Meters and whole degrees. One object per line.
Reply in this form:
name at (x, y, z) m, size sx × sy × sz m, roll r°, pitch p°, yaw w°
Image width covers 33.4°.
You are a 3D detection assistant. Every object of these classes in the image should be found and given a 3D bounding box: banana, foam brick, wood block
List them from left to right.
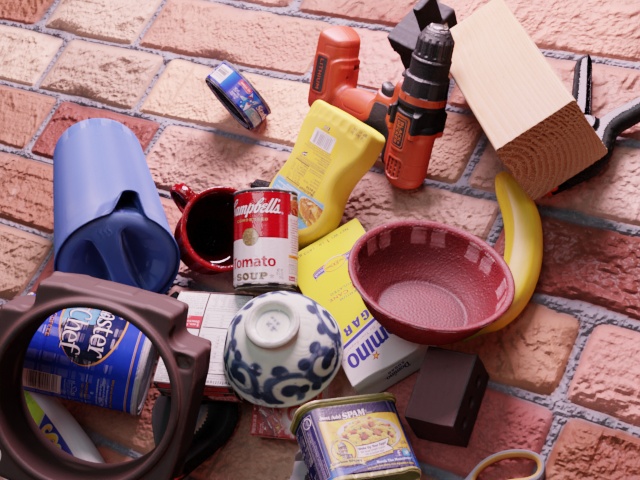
foam brick at (0.120, 0.148, 1.011) m, size 0.051 × 0.053 × 0.078 m, roll 10°, pitch 64°, yaw 28°
banana at (0.191, 0.013, 1.078) m, size 0.070 × 0.037 × 0.197 m, roll 6°, pitch 62°, yaw 24°
wood block at (0.205, -0.152, 1.117) m, size 0.091 × 0.090 × 0.206 m, roll -34°, pitch 41°, yaw 14°

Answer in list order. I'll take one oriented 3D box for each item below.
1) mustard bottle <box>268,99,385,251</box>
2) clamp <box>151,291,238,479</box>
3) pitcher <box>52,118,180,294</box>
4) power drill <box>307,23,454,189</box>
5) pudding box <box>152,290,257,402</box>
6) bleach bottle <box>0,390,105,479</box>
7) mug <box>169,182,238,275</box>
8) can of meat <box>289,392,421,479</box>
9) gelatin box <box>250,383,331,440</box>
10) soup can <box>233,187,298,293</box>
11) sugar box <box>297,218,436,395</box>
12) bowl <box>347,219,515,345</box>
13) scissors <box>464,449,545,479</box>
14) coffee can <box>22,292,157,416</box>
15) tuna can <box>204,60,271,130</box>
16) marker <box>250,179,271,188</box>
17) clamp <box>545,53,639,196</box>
mustard bottle at (-0.012, -0.050, 1.166) m, size 0.096 × 0.058 × 0.192 m, roll 36°, pitch 101°, yaw 35°
clamp at (-0.110, 0.152, 1.116) m, size 0.165 × 0.036 × 0.210 m, roll 2°, pitch 60°, yaw 20°
pitcher at (-0.247, -0.030, 1.224) m, size 0.149 × 0.145 × 0.243 m, roll -33°, pitch 38°, yaw 7°
power drill at (0.066, -0.173, 1.181) m, size 0.057 × 0.184 × 0.188 m, roll -9°, pitch 33°, yaw -36°
pudding box at (-0.114, 0.108, 1.100) m, size 0.090 × 0.039 × 0.113 m, roll 3°, pitch 59°, yaw 16°
bleach bottle at (-0.262, 0.243, 1.107) m, size 0.251 × 0.068 × 0.102 m, roll 35°, pitch 77°, yaw 33°
mug at (-0.124, -0.015, 1.173) m, size 0.117 × 0.082 × 0.093 m, roll 46°, pitch 71°, yaw -6°
can of meat at (0.033, 0.192, 0.976) m, size 0.102 × 0.057 × 0.084 m, roll -3°, pitch 48°, yaw -22°
gelatin box at (-0.029, 0.154, 1.067) m, size 0.073 × 0.030 × 0.089 m, roll 2°, pitch 78°, yaw 19°
soup can at (-0.057, 0.001, 1.110) m, size 0.069 × 0.068 × 0.102 m, roll -4°, pitch 80°, yaw 21°
sugar box at (0.041, 0.068, 1.100) m, size 0.093 × 0.048 × 0.176 m, roll -32°, pitch 51°, yaw 1°
bowl at (0.103, 0.050, 1.030) m, size 0.162 × 0.055 × 0.162 m, roll 5°, pitch 40°, yaw -4°
scissors at (0.116, 0.254, 0.964) m, size 0.202 × 0.016 × 0.096 m, roll -25°, pitch 55°, yaw 4°
coffee can at (-0.248, 0.119, 1.121) m, size 0.140 × 0.103 × 0.102 m, roll 13°, pitch 61°, yaw -2°
tuna can at (-0.100, -0.175, 1.292) m, size 0.033 × 0.086 × 0.086 m, roll -43°, pitch 53°, yaw -6°
marker at (-0.029, -0.053, 1.225) m, size 0.121 × 0.020 × 0.020 m, roll 13°, pitch 65°, yaw 29°
clamp at (0.291, -0.117, 1.117) m, size 0.120 × 0.039 × 0.171 m, roll 17°, pitch 72°, yaw 42°
